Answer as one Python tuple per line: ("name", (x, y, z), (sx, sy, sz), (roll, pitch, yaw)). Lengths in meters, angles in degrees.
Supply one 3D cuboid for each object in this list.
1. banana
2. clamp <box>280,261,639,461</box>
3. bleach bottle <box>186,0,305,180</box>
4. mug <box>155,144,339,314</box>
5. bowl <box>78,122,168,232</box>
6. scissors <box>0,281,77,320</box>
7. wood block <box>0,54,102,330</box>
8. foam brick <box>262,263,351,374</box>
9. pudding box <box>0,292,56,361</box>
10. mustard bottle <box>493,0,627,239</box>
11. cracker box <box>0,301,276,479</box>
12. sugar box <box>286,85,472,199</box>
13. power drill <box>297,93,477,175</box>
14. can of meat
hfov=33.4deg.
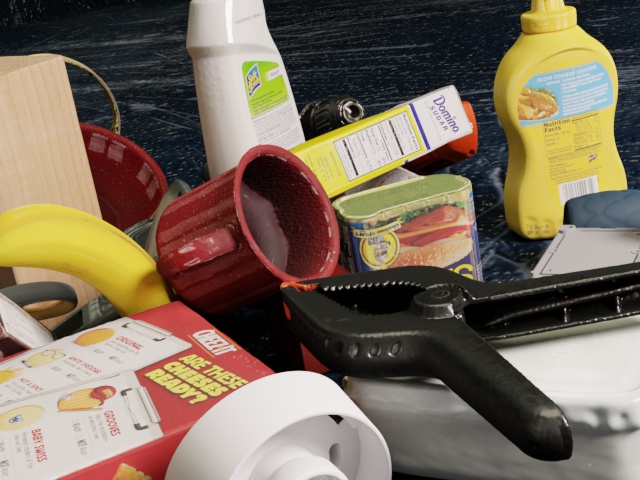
("banana", (-0.135, 0.026, 0.648), (0.070, 0.197, 0.037), (-45, 49, 7))
("clamp", (0.072, 0.039, 0.532), (0.210, 0.036, 0.164), (9, 27, 44))
("bleach bottle", (-0.054, -0.100, 0.849), (0.068, 0.251, 0.102), (1, 22, 28))
("mug", (-0.054, 0.001, 0.659), (0.082, 0.093, 0.117), (-24, 2, 36))
("bowl", (-0.225, -0.038, 0.991), (0.162, 0.055, 0.162), (14, 43, -14))
("scissors", (-0.222, 0.039, 0.642), (0.096, 0.016, 0.201), (-25, -19, 12))
("wood block", (-0.229, -0.028, 0.801), (0.091, 0.206, 0.090), (6, 25, 37))
("foam brick", (-0.004, 0.048, 0.709), (0.051, 0.053, 0.078), (-16, 20, -17))
("pudding box", (-0.217, 0.074, 0.654), (0.090, 0.039, 0.113), (-22, -19, -1))
("mustard bottle", (0.183, -0.102, 0.825), (0.096, 0.191, 0.058), (-13, 20, -10))
("cracker box", (-0.137, 0.115, 0.562), (0.213, 0.072, 0.164), (-18, 21, -23))
("sugar box", (0.016, -0.061, 0.792), (0.176, 0.048, 0.093), (-28, 8, -25))
("power drill", (0.045, -0.094, 0.962), (0.187, 0.057, 0.185), (-3, -6, -27))
("can of meat", (0.062, 0.005, 0.748), (0.102, 0.084, 0.057), (-15, 20, -15))
